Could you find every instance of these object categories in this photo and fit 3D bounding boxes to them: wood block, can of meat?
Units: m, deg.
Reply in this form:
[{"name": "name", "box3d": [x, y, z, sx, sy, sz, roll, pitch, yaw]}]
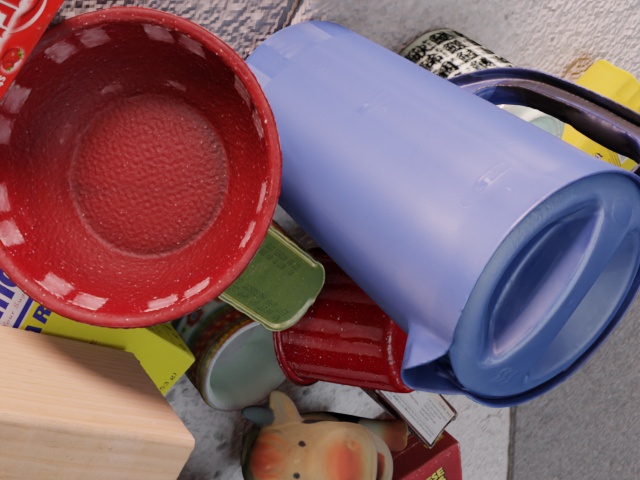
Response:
[{"name": "wood block", "box3d": [-0.180, 0.099, 0.539, 0.205, 0.091, 0.090, 19, 108, -43]}, {"name": "can of meat", "box3d": [-0.054, 0.001, 0.639, 0.057, 0.084, 0.102, -50, 138, 2]}]

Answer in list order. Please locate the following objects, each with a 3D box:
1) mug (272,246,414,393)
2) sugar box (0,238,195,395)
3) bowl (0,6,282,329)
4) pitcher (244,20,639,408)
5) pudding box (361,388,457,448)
[{"name": "mug", "box3d": [0.030, 0.042, 0.689, 0.093, 0.082, 0.117, 25, 73, -57]}, {"name": "sugar box", "box3d": [-0.163, 0.060, 0.622, 0.093, 0.048, 0.176, -49, 139, 2]}, {"name": "bowl", "box3d": [-0.097, -0.036, 0.557, 0.162, 0.162, 0.055, -51, 175, 3]}, {"name": "pitcher", "box3d": [0.059, -0.036, 0.586, 0.148, 0.243, 0.145, 0, 120, -40]}, {"name": "pudding box", "box3d": [0.044, 0.096, 0.787, 0.039, 0.090, 0.113, -48, 139, -4]}]
